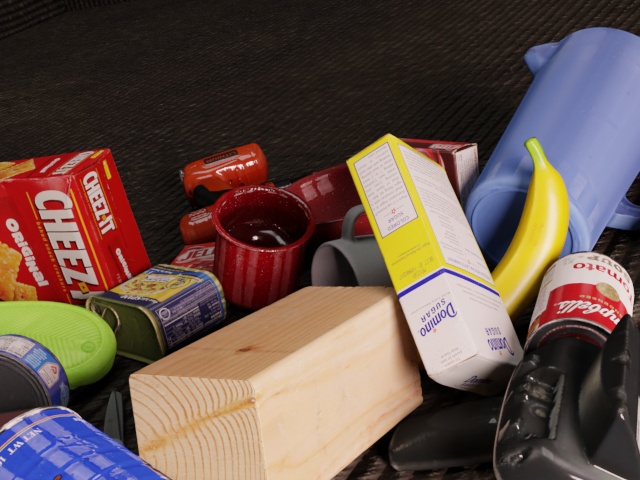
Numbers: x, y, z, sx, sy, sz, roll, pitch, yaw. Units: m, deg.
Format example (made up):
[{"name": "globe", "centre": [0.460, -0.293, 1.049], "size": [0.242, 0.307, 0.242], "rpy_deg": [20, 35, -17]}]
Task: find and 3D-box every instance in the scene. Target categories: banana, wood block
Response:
[{"name": "banana", "centre": [0.138, 0.023, 0.811], "size": [0.198, 0.069, 0.037], "rpy_deg": [-61, 2, -3]}, {"name": "wood block", "centre": [-0.020, 0.097, 0.691], "size": [0.091, 0.090, 0.205], "rpy_deg": [-1, 11, 30]}]

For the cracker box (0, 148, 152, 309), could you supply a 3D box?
[{"name": "cracker box", "centre": [-0.282, 0.006, 1.048], "size": [0.214, 0.164, 0.072], "rpy_deg": [-3, 26, 28]}]

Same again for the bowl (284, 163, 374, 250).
[{"name": "bowl", "centre": [0.032, -0.029, 1.070], "size": [0.162, 0.055, 0.162], "rpy_deg": [-13, 22, 5]}]

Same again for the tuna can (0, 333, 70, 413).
[{"name": "tuna can", "centre": [-0.245, 0.118, 0.855], "size": [0.086, 0.086, 0.033], "rpy_deg": [-6, 22, 22]}]

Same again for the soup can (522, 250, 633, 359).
[{"name": "soup can", "centre": [0.182, 0.059, 0.742], "size": [0.069, 0.068, 0.102], "rpy_deg": [-6, 24, 22]}]

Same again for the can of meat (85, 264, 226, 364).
[{"name": "can of meat", "centre": [-0.147, 0.063, 0.965], "size": [0.102, 0.057, 0.083], "rpy_deg": [8, 29, 43]}]

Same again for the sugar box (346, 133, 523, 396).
[{"name": "sugar box", "centre": [0.082, 0.018, 0.749], "size": [0.048, 0.176, 0.093], "rpy_deg": [-30, -30, 25]}]

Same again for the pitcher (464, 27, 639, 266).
[{"name": "pitcher", "centre": [0.229, -0.071, 0.942], "size": [0.149, 0.145, 0.242], "rpy_deg": [0, 36, 36]}]

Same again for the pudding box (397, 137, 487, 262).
[{"name": "pudding box", "centre": [0.101, -0.033, 0.959], "size": [0.039, 0.113, 0.090], "rpy_deg": [-23, 22, -37]}]

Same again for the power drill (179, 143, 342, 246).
[{"name": "power drill", "centre": [-0.078, -0.056, 1.207], "size": [0.184, 0.057, 0.188], "rpy_deg": [-18, 22, -8]}]

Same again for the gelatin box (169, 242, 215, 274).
[{"name": "gelatin box", "centre": [-0.106, 0.027, 1.060], "size": [0.089, 0.030, 0.073], "rpy_deg": [-6, 23, 20]}]

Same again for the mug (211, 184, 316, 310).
[{"name": "mug", "centre": [-0.056, 0.001, 0.978], "size": [0.093, 0.081, 0.117], "rpy_deg": [2, 41, -9]}]

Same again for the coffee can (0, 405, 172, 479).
[{"name": "coffee can", "centre": [-0.118, 0.167, 0.578], "size": [0.140, 0.103, 0.102], "rpy_deg": [25, 41, 31]}]
